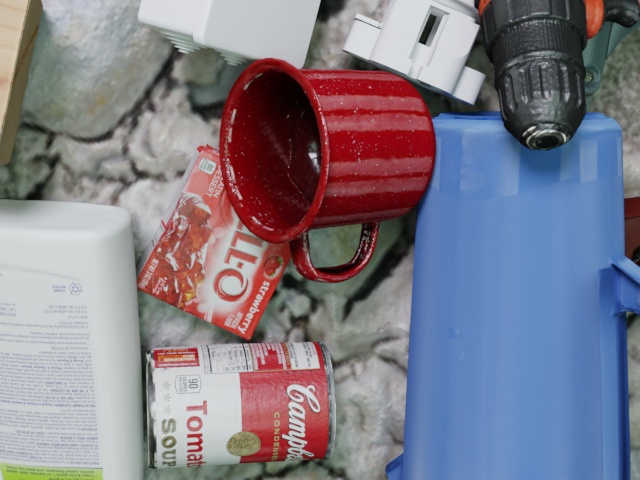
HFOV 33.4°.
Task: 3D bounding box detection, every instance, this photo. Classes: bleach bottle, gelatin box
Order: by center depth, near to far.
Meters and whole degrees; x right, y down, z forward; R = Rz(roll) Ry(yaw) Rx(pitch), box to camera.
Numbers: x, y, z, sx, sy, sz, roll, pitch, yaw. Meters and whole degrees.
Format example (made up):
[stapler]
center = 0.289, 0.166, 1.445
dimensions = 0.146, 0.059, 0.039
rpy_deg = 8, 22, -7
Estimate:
[bleach bottle]
center = -0.149, 0.106, 0.589
dimensions = 0.102, 0.068, 0.251
rpy_deg = 4, 107, 9
[gelatin box]
center = -0.054, 0.001, 0.603
dimensions = 0.073, 0.030, 0.089
rpy_deg = 26, 96, -15

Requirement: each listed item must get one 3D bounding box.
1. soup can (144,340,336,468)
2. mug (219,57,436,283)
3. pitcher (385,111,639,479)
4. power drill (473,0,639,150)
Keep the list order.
[soup can]
center = -0.047, 0.093, 0.604
dimensions = 0.102, 0.068, 0.068
rpy_deg = -1, 102, -10
[mug]
center = 0.007, -0.036, 0.559
dimensions = 0.081, 0.093, 0.117
rpy_deg = -6, 93, -38
[pitcher]
center = 0.119, 0.052, 0.591
dimensions = 0.149, 0.145, 0.243
rpy_deg = -2, 99, -7
[power drill]
center = 0.169, -0.116, 0.550
dimensions = 0.187, 0.057, 0.184
rpy_deg = 9, 63, -17
